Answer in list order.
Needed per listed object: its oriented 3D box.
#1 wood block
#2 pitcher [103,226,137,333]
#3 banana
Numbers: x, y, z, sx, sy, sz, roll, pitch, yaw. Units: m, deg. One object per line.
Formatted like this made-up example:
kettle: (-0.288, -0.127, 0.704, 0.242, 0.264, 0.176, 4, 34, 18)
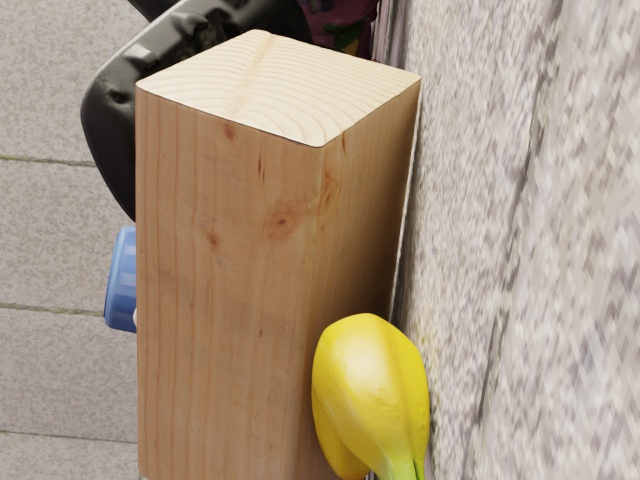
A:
wood block: (-0.024, 0.023, 0.488, 0.090, 0.090, 0.206, -38, -39, -49)
pitcher: (-0.097, 0.051, 1.113, 0.145, 0.242, 0.149, -104, 25, -69)
banana: (0.014, 0.063, 0.396, 0.198, 0.037, 0.069, 101, 174, -83)
